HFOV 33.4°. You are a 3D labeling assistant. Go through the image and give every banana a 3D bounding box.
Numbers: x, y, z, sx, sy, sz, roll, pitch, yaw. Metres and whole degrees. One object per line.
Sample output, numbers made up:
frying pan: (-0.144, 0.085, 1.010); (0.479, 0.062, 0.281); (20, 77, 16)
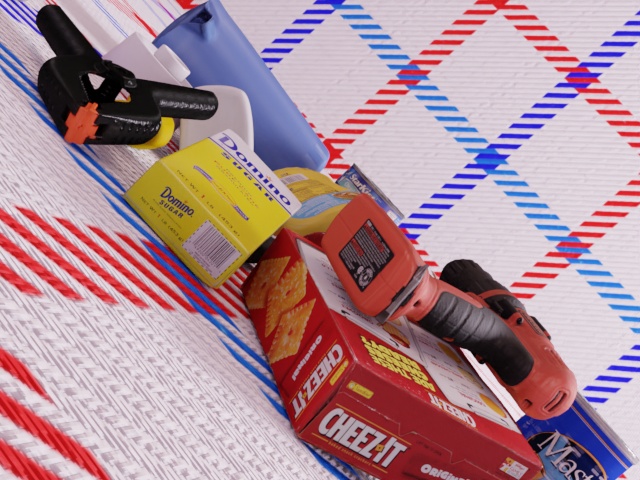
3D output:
banana: (-0.157, -0.109, 0.929); (0.069, 0.037, 0.198); (48, 6, -3)

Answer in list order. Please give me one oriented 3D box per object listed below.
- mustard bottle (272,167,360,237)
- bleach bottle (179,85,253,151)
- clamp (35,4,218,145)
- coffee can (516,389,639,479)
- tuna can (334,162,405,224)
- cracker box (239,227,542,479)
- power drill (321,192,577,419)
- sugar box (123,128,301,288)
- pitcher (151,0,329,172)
mustard bottle: (0.002, -0.021, 1.055); (0.192, 0.096, 0.058); (31, -48, 55)
bleach bottle: (-0.102, -0.100, 1.090); (0.251, 0.068, 0.102); (-141, -128, -85)
clamp: (-0.151, -0.112, 0.812); (0.164, 0.036, 0.210); (25, 20, -17)
coffee can: (0.218, 0.216, 1.025); (0.103, 0.140, 0.103); (47, 6, -7)
tuna can: (0.055, -0.046, 1.209); (0.086, 0.034, 0.086); (46, 6, -6)
cracker box: (0.040, 0.092, 0.760); (0.164, 0.072, 0.214); (31, 13, -24)
power drill: (0.090, 0.038, 0.789); (0.187, 0.057, 0.184); (30, 14, -31)
sugar box: (-0.075, -0.031, 0.811); (0.093, 0.048, 0.176); (47, 20, -3)
pitcher: (-0.106, -0.158, 1.277); (0.243, 0.145, 0.149); (51, 17, -11)
